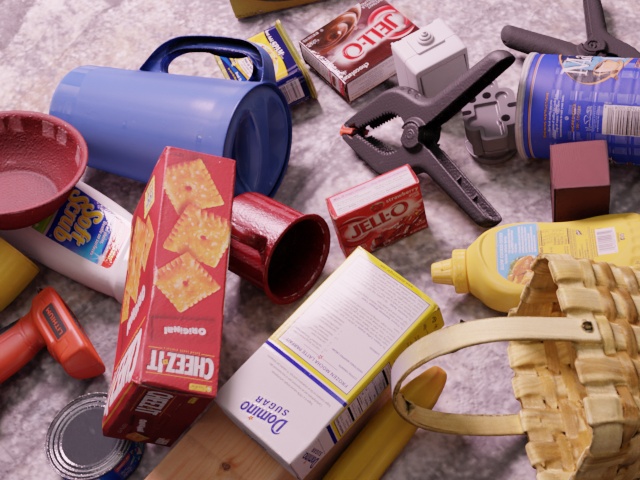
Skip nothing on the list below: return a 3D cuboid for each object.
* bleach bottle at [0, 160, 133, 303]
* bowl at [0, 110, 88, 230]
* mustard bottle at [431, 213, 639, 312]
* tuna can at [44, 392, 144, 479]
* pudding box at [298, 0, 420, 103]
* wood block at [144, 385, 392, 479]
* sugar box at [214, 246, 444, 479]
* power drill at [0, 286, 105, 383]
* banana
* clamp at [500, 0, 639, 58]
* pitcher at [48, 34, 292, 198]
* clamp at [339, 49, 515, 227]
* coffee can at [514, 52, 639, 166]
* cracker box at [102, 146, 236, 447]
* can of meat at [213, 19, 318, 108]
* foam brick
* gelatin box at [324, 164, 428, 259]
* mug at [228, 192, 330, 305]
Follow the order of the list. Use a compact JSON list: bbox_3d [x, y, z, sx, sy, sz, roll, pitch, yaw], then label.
[{"bbox_3d":[-0.227,-0.003,1.093,0.251,0.068,0.102,24,60,24],"label":"bleach bottle"},{"bbox_3d":[-0.310,-0.061,1.060,0.162,0.055,0.162,1,43,-2],"label":"bowl"},{"bbox_3d":[0.196,0.023,0.963,0.192,0.058,0.096,-4,43,12],"label":"mustard bottle"},{"bbox_3d":[-0.205,0.184,0.972,0.086,0.033,0.086,-7,54,10],"label":"tuna can"},{"bbox_3d":[0.047,-0.214,1.180,0.113,0.039,0.090,-36,55,-11],"label":"pudding box"},{"bbox_3d":[-0.038,0.166,0.907,0.091,0.090,0.206,32,69,30],"label":"wood block"},{"bbox_3d":[0.008,0.097,0.860,0.093,0.048,0.176,36,75,30],"label":"sugar box"},{"bbox_3d":[-0.302,0.142,1.010,0.187,0.057,0.185,-32,52,-9],"label":"power drill"},{"bbox_3d":[0.040,0.186,0.890,0.037,0.070,0.197,44,62,-5],"label":"banana"},{"bbox_3d":[0.269,-0.191,1.107,0.120,0.039,0.171,-24,54,-1],"label":"clamp"},{"bbox_3d":[-0.158,-0.125,1.116,0.243,0.145,0.149,14,48,26],"label":"pitcher"},{"bbox_3d":[0.105,-0.113,1.049,0.210,0.036,0.164,19,103,44],"label":"clamp"},{"bbox_3d":[0.266,-0.125,1.018,0.140,0.102,0.102,7,58,22],"label":"coffee can"},{"bbox_3d":[-0.132,0.052,0.922,0.072,0.164,0.213,12,62,-16],"label":"cracker box"},{"bbox_3d":[-0.061,-0.183,1.177,0.084,0.057,0.102,-26,53,-1],"label":"can of meat"},{"bbox_3d":[0.240,-0.048,0.991,0.051,0.078,0.053,-2,56,11],"label":"foam brick"},{"bbox_3d":[0.055,-0.026,1.026,0.089,0.073,0.030,-24,53,-2],"label":"gelatin box"},{"bbox_3d":[-0.057,0.001,1.015,0.082,0.117,0.093,27,94,34],"label":"mug"}]
